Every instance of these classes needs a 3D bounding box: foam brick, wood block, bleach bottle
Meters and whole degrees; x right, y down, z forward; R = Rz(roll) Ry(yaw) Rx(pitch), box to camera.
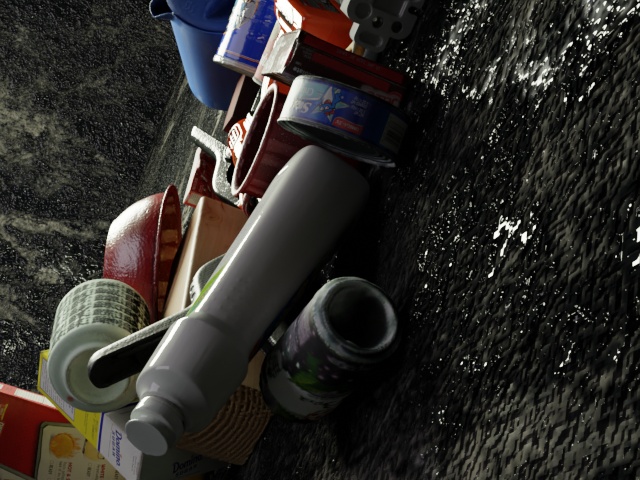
[{"bbox_3d":[-0.076,-0.162,1.259,0.051,0.053,0.078,145,142,-67],"label":"foam brick"},{"bbox_3d":[-0.083,0.070,0.886,0.206,0.090,0.090,-89,22,-52],"label":"wood block"},{"bbox_3d":[-0.051,0.042,0.687,0.103,0.068,0.250,-55,1,45],"label":"bleach bottle"}]

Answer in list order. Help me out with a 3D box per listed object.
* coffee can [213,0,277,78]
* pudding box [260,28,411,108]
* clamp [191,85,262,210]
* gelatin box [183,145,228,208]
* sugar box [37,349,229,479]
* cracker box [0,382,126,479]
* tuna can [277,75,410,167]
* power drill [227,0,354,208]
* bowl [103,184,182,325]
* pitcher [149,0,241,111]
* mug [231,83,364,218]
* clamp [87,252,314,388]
[{"bbox_3d":[-0.040,-0.235,1.115,0.103,0.102,0.140,-139,70,-76],"label":"coffee can"},{"bbox_3d":[0.009,-0.123,0.797,0.113,0.090,0.039,-134,67,-76],"label":"pudding box"},{"bbox_3d":[-0.078,-0.100,1.157,0.120,0.039,0.171,-41,45,19],"label":"clamp"},{"bbox_3d":[-0.112,-0.070,1.229,0.030,0.073,0.089,124,161,-47],"label":"gelatin box"},{"bbox_3d":[-0.161,0.143,0.913,0.176,0.093,0.048,33,120,43],"label":"sugar box"},{"bbox_3d":[-0.252,0.245,1.039,0.072,0.213,0.164,-175,104,-78],"label":"cracker box"},{"bbox_3d":[0.017,-0.080,0.719,0.086,0.086,0.034,-170,101,-76],"label":"tuna can"},{"bbox_3d":[-0.026,-0.114,0.927,0.184,0.057,0.188,-120,45,-54],"label":"power drill"},{"bbox_3d":[-0.165,0.028,0.990,0.162,0.055,0.162,174,98,-90],"label":"bowl"},{"bbox_3d":[-0.107,-0.258,1.304,0.243,0.149,0.145,97,-164,-72],"label":"pitcher"},{"bbox_3d":[-0.019,-0.055,0.831,0.093,0.081,0.117,-91,25,-56],"label":"mug"},{"bbox_3d":[-0.050,0.055,0.780,0.209,0.165,0.036,-53,-33,-56],"label":"clamp"}]
